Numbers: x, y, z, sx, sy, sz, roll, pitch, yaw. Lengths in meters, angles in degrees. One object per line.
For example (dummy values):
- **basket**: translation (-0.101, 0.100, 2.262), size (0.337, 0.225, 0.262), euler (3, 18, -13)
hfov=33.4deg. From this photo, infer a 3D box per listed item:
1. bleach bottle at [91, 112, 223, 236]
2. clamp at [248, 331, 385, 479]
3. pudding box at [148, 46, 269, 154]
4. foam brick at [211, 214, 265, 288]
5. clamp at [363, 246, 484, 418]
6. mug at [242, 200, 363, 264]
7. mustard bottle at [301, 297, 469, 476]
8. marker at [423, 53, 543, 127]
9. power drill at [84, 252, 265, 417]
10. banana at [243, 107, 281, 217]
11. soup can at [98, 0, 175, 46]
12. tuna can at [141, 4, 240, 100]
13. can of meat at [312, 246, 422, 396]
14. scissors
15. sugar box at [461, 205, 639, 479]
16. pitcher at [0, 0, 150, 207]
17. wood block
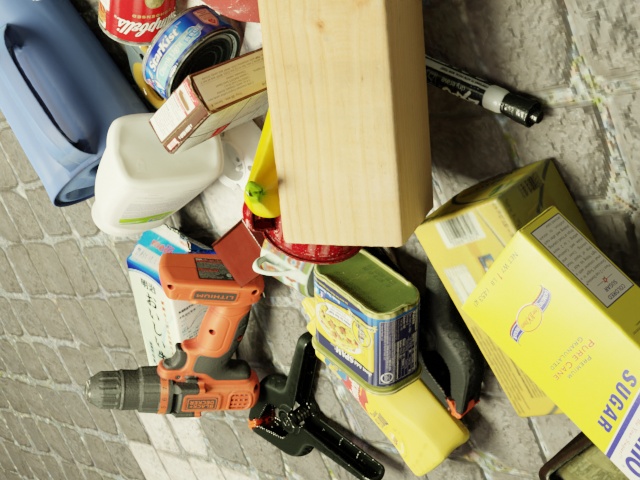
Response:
- **bleach bottle**: translation (-0.173, -0.048, 1.006), size (0.251, 0.102, 0.068), euler (149, 113, -64)
- **clamp**: translation (-0.016, 0.191, 1.126), size (0.164, 0.036, 0.210), euler (62, 148, 5)
- **pudding box**: translation (-0.074, -0.119, 0.875), size (0.039, 0.113, 0.090), euler (58, 145, 1)
- **foam brick**: translation (-0.057, 0.001, 1.009), size (0.051, 0.052, 0.078), euler (55, 147, 1)
- **clamp**: translation (0.087, 0.068, 0.904), size (0.120, 0.039, 0.171), euler (18, 129, 57)
- **mug**: translation (-0.010, -0.039, 0.867), size (0.093, 0.117, 0.082), euler (56, 147, 37)
- **mustard bottle**: translation (0.051, 0.123, 0.971), size (0.192, 0.058, 0.096), euler (50, 164, 11)
- **marker**: translation (0.104, -0.108, 0.750), size (0.121, 0.020, 0.020), euler (30, 138, 32)
- **power drill**: translation (-0.140, 0.101, 1.088), size (0.057, 0.184, 0.188), euler (-114, 32, -49)
- **banana**: translation (-0.025, -0.083, 0.802), size (0.037, 0.197, 0.070), euler (16, 140, -4)
- **soup can**: translation (-0.156, -0.229, 0.923), size (0.068, 0.068, 0.102), euler (42, 143, 20)
- **tuna can**: translation (-0.109, -0.157, 0.911), size (0.034, 0.086, 0.086), euler (43, 144, 16)
- **can of meat**: translation (0.038, 0.064, 0.883), size (0.102, 0.057, 0.084), euler (36, 140, 41)
- **scissors**: translation (-0.195, -0.201, 1.041), size (0.202, 0.016, 0.096), euler (41, 143, 21)
- **sugar box**: translation (0.177, 0.073, 0.665), size (0.176, 0.048, 0.093), euler (48, 144, 18)
- **pitcher**: translation (-0.271, -0.165, 1.059), size (0.243, 0.144, 0.149), euler (56, 147, 4)
- **wood block**: translation (0.020, -0.108, 0.734), size (0.090, 0.090, 0.206), euler (2, 111, 21)
